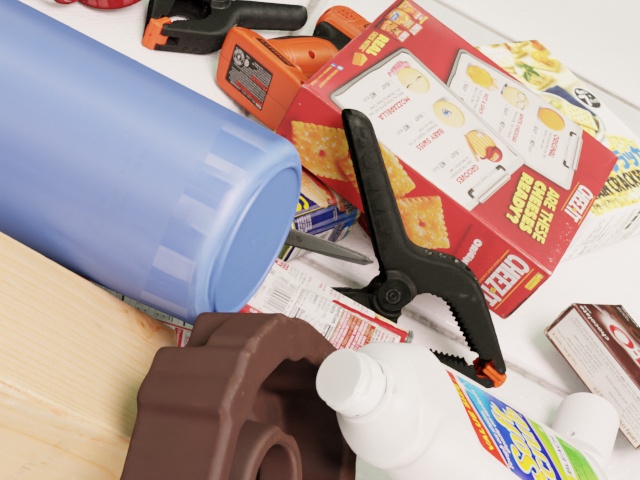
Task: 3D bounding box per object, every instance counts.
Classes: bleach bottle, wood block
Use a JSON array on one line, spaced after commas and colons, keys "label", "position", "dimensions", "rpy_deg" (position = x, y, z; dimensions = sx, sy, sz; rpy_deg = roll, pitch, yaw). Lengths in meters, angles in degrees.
[{"label": "bleach bottle", "position": [0.086, 0.126, 0.586], "dimensions": [0.250, 0.068, 0.102], "rpy_deg": [36, 28, -41]}, {"label": "wood block", "position": [-0.169, 0.056, 0.504], "dimensions": [0.205, 0.090, 0.091], "rpy_deg": [36, 29, -40]}]

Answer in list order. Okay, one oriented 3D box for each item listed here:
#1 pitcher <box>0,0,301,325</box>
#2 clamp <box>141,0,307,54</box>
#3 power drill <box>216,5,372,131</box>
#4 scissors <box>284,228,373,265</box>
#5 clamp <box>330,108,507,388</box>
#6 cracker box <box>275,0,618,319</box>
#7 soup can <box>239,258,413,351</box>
[{"label": "pitcher", "position": [-0.134, -0.049, 0.589], "dimensions": [0.243, 0.145, 0.149], "rpy_deg": [26, 44, 14]}, {"label": "clamp", "position": [-0.088, -0.202, 0.944], "dimensions": [0.120, 0.039, 0.171], "rpy_deg": [30, 45, 7]}, {"label": "power drill", "position": [0.020, -0.137, 0.914], "dimensions": [0.187, 0.057, 0.185], "rpy_deg": [-16, 46, -45]}, {"label": "scissors", "position": [-0.054, 0.001, 0.673], "dimensions": [0.202, 0.096, 0.016], "rpy_deg": [29, 48, 24]}, {"label": "clamp", "position": [0.035, 0.039, 0.721], "dimensions": [0.210, 0.164, 0.036], "rpy_deg": [45, 1, -11]}, {"label": "cracker box", "position": [0.096, -0.067, 0.794], "dimensions": [0.214, 0.072, 0.164], "rpy_deg": [38, 47, 3]}, {"label": "soup can", "position": [-0.005, 0.059, 0.631], "dimensions": [0.102, 0.069, 0.068], "rpy_deg": [29, 39, -1]}]
